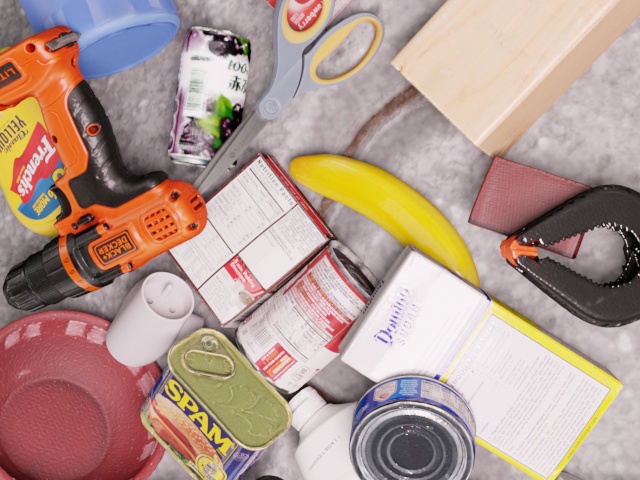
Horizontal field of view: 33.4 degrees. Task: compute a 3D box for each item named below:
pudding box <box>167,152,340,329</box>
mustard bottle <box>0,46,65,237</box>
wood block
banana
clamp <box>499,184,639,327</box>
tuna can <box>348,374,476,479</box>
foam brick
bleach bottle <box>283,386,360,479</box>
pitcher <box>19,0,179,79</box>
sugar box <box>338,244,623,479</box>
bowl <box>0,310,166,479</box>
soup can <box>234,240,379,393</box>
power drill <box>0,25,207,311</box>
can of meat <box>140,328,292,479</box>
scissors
[{"bbox_3d":[-0.055,0.001,0.831,0.113,0.039,0.090,-40,76,10],"label":"pudding box"},{"bbox_3d":[-0.221,-0.060,0.873,0.096,0.058,0.192,-44,77,12],"label":"mustard bottle"},{"bbox_3d":[0.158,-0.164,0.744,0.206,0.090,0.090,-46,76,11],"label":"wood block"},{"bbox_3d":[0.058,-0.005,0.797,0.070,0.037,0.198,-42,77,11],"label":"banana"},{"bbox_3d":[0.227,0.003,0.715,0.210,0.036,0.164,11,87,-7],"label":"clamp"},{"bbox_3d":[0.062,0.136,0.720,0.086,0.033,0.086,3,114,7],"label":"tuna can"},{"bbox_3d":[0.153,-0.023,0.761,0.078,0.053,0.051,20,94,15],"label":"foam brick"},{"bbox_3d":[0.074,0.198,0.774,0.251,0.068,0.102,44,96,16],"label":"bleach bottle"},{"bbox_3d":[-0.213,-0.252,0.838,0.149,0.144,0.243,-25,84,21],"label":"pitcher"},{"bbox_3d":[0.110,0.087,0.746,0.176,0.048,0.093,33,97,-4],"label":"sugar box"},{"bbox_3d":[-0.201,0.138,0.834,0.162,0.161,0.055,54,140,11],"label":"bowl"},{"bbox_3d":[-0.006,0.058,0.799,0.102,0.068,0.068,-42,77,12],"label":"soup can"},{"bbox_3d":[-0.199,-0.049,0.796,0.185,0.057,0.187,-25,105,19],"label":"power drill"},{"bbox_3d":[-0.082,0.131,0.808,0.102,0.057,0.084,45,135,11],"label":"can of meat"},{"bbox_3d":[-0.043,-0.121,0.798,0.201,0.016,0.096,-35,115,-6],"label":"scissors"}]
